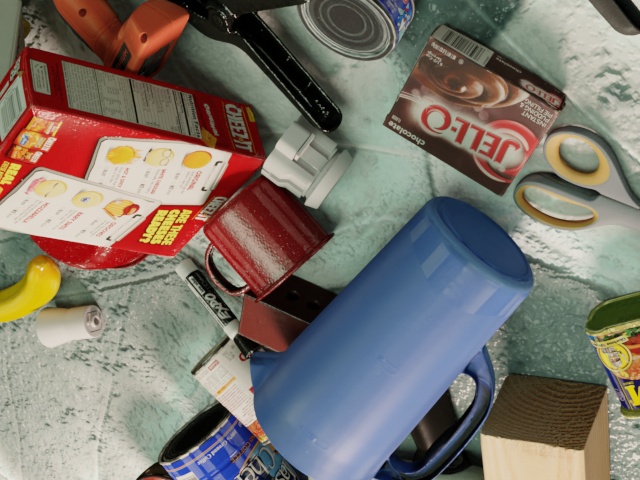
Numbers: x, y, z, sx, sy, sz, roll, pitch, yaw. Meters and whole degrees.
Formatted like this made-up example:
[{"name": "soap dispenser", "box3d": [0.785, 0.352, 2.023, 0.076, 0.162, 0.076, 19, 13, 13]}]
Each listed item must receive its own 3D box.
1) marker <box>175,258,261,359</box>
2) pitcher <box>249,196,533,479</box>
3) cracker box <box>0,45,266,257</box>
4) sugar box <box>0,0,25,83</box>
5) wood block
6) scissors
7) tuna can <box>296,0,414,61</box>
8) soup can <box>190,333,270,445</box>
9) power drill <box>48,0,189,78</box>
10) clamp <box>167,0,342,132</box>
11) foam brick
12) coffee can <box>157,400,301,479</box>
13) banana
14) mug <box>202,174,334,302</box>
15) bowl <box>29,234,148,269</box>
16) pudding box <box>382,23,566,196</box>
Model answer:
[{"name": "marker", "box3d": [-0.097, 0.067, 1.024, 0.121, 0.020, 0.020, 49, 131, 18]}, {"name": "pitcher", "box3d": [0.069, 0.089, 0.886, 0.243, 0.149, 0.145, -50, 46, 25]}, {"name": "cracker box", "box3d": [-0.181, -0.068, 0.899, 0.164, 0.213, 0.072, -42, 51, 39]}, {"name": "sugar box", "box3d": [-0.285, -0.121, 0.946, 0.048, 0.093, 0.176, 2, 148, -8]}, {"name": "wood block", "box3d": [0.204, 0.232, 0.948, 0.090, 0.090, 0.206, 5, 121, 26]}, {"name": "scissors", "box3d": [0.247, -0.032, 0.809, 0.202, 0.016, 0.096, 12, 124, 21]}, {"name": "tuna can", "box3d": [0.025, -0.175, 0.802, 0.086, 0.033, 0.086, 23, 154, 11]}, {"name": "soup can", "box3d": [-0.069, 0.141, 1.049, 0.102, 0.068, 0.069, 44, 129, -3]}, {"name": "power drill", "box3d": [-0.194, -0.221, 0.868, 0.187, 0.057, 0.185, 47, 148, 2]}, {"name": "clamp", "box3d": [-0.065, -0.186, 0.828, 0.210, 0.036, 0.164, 38, 158, 18]}, {"name": "foam brick", "box3d": [-0.030, 0.070, 0.993, 0.078, 0.052, 0.051, 23, 127, 13]}, {"name": "coffee can", "box3d": [-0.085, 0.246, 1.100, 0.103, 0.102, 0.140, -30, 103, 37]}, {"name": "banana", "box3d": [-0.320, 0.056, 1.129, 0.198, 0.069, 0.037, -25, 74, 40]}, {"name": "mug", "box3d": [-0.056, 0.001, 0.940, 0.117, 0.093, 0.081, -40, 92, 29]}, {"name": "bowl", "box3d": [-0.239, -0.029, 1.040, 0.162, 0.055, 0.162, 14, 125, 20]}, {"name": "pudding box", "box3d": [0.117, -0.100, 0.819, 0.113, 0.039, 0.090, 33, 129, 6]}]
